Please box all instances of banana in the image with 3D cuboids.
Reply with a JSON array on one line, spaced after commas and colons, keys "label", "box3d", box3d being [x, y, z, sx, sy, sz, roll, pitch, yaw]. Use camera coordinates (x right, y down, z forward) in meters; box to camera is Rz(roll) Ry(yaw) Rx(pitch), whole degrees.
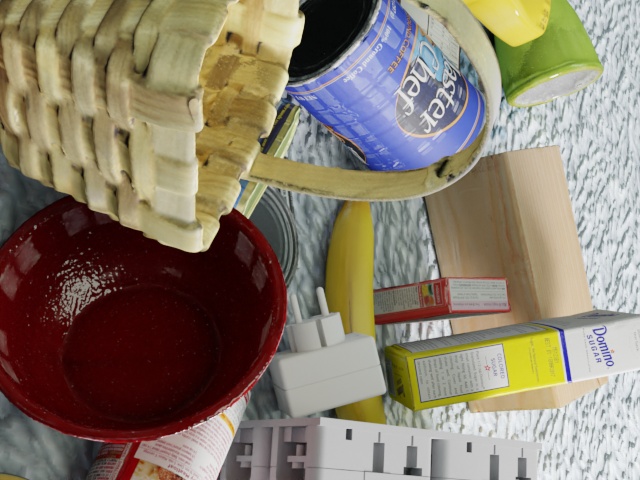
[{"label": "banana", "box3d": [0.024, 0.061, 0.773, 0.069, 0.037, 0.198, 21, 64, -77]}]

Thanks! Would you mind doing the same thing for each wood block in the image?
[{"label": "wood block", "box3d": [0.162, 0.031, 0.895, 0.090, 0.090, 0.206, -12, 90, -50]}]

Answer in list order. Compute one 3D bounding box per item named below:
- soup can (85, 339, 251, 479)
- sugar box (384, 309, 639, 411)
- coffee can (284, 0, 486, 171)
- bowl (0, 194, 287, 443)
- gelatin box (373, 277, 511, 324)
[{"label": "soup can", "box3d": [-0.086, 0.116, 0.603, 0.068, 0.069, 0.102, 47, 48, -31]}, {"label": "sugar box", "box3d": [0.140, 0.086, 0.782, 0.176, 0.093, 0.048, -7, 90, -6]}, {"label": "coffee can", "box3d": [0.044, -0.114, 0.785, 0.140, 0.103, 0.102, 40, 53, -36]}, {"label": "bowl", "box3d": [-0.099, 0.046, 0.576, 0.055, 0.162, 0.162, 94, 16, -53]}, {"label": "gelatin box", "box3d": [0.093, 0.046, 0.824, 0.089, 0.073, 0.030, 2, 79, -49]}]
